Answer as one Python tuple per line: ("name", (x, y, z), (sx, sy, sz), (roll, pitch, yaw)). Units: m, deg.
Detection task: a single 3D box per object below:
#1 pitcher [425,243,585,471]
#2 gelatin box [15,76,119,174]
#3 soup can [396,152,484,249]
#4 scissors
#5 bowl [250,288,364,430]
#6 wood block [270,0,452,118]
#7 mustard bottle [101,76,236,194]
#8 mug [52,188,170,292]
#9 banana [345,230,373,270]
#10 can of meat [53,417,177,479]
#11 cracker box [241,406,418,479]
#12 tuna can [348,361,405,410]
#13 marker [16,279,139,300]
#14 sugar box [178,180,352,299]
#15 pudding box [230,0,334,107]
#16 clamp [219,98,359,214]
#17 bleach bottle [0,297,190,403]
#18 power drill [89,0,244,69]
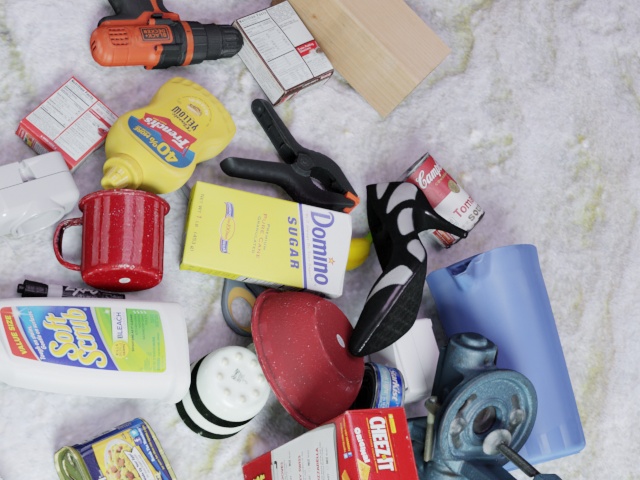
("pitcher", (0.220, 0.135, 1.223), (0.149, 0.145, 0.243), (-10, 75, -19))
("gelatin box", (-0.265, -0.121, 1.133), (0.073, 0.030, 0.089), (41, 54, -4))
("soup can", (0.141, -0.048, 1.296), (0.102, 0.069, 0.068), (46, 54, -3))
("scissors", (-0.109, 0.024, 1.156), (0.201, 0.016, 0.096), (43, 54, -4))
("bowl", (-0.002, 0.114, 1.100), (0.162, 0.055, 0.162), (46, 28, -34))
("wood block", (0.051, -0.268, 1.341), (0.206, 0.090, 0.090), (45, 54, -2))
("mustard bottle", (-0.172, -0.101, 1.130), (0.096, 0.058, 0.191), (43, 40, -2))
("mug", (-0.210, 0.003, 1.073), (0.117, 0.093, 0.081), (-1, 70, -3))
("banana", (-0.020, -0.004, 1.208), (0.197, 0.037, 0.069), (17, 30, -24))
("can of meat", (-0.186, 0.224, 0.991), (0.083, 0.058, 0.102), (-20, 78, -37))
("cracker box", (0.013, 0.260, 0.984), (0.072, 0.214, 0.164), (1, 66, -30))
("tuna can", (0.055, 0.172, 1.129), (0.033, 0.086, 0.086), (17, 59, -19))
("marker", (-0.241, 0.056, 1.066), (0.121, 0.020, 0.020), (10, 62, -24))
("sugar box", (-0.057, 0.001, 1.140), (0.176, 0.048, 0.093), (11, 78, -12))
("pudding box", (-0.049, -0.229, 1.299), (0.089, 0.039, 0.113), (-30, 81, -35))
("clamp", (-0.029, -0.092, 1.243), (0.171, 0.039, 0.120), (27, 57, -20))
("bleach bottle", (-0.254, 0.104, 1.010), (0.250, 0.068, 0.102), (3, 65, -25))
("power drill", (-0.192, -0.287, 1.237), (0.184, 0.057, 0.188), (-8, 71, -31))
